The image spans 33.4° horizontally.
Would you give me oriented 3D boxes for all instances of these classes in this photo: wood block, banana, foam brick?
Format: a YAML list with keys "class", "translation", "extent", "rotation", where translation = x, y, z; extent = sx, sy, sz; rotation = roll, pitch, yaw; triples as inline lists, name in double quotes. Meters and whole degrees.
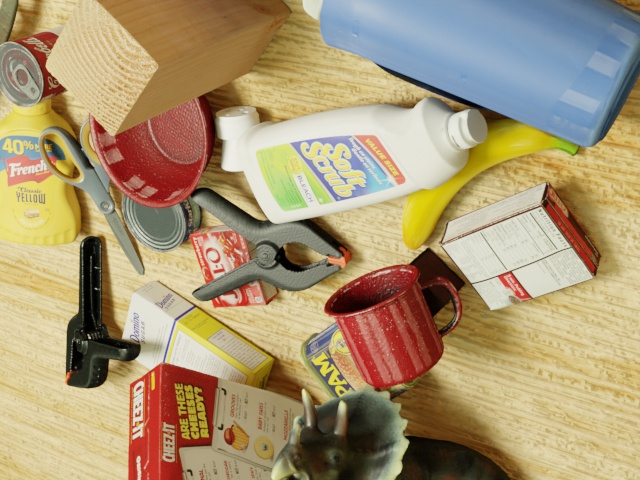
- class: "wood block"
  translation: [-0.131, -0.182, 0.951]
  extent: [0.090, 0.205, 0.091]
  rotation: [45, 128, 6]
- class: "banana"
  translation: [0.131, -0.057, 0.953]
  extent: [0.198, 0.037, 0.069]
  rotation: [-32, 93, 39]
- class: "foam brick"
  translation: [0.090, 0.055, 1.025]
  extent: [0.053, 0.051, 0.078]
  rotation: [44, 128, 7]

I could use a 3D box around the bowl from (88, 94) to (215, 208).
- class: "bowl"
  translation: [-0.161, -0.117, 1.091]
  extent: [0.162, 0.055, 0.162]
  rotation: [12, 112, 33]

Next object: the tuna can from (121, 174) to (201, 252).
- class: "tuna can"
  translation: [-0.172, -0.032, 1.161]
  extent: [0.086, 0.033, 0.086]
  rotation: [14, 119, 27]

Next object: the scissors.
- class: "scissors"
  translation: [-0.229, -0.057, 1.190]
  extent: [0.096, 0.016, 0.201]
  rotation: [-36, 115, 8]

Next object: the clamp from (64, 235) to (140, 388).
- class: "clamp"
  translation: [-0.266, 0.120, 1.264]
  extent: [0.165, 0.036, 0.210]
  rotation: [60, 142, 33]

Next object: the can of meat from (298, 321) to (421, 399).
- class: "can of meat"
  translation: [0.043, 0.123, 1.086]
  extent: [0.084, 0.057, 0.102]
  rotation: [-37, 91, 36]

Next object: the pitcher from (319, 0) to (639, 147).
- class: "pitcher"
  translation: [0.131, -0.165, 0.854]
  extent: [0.243, 0.149, 0.145]
  rotation: [28, 110, 15]

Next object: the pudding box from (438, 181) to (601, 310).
- class: "pudding box"
  translation: [0.175, 0.007, 0.942]
  extent: [0.114, 0.039, 0.090]
  rotation: [-24, 115, 36]

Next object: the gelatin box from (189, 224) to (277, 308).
- class: "gelatin box"
  translation: [-0.093, 0.027, 1.141]
  extent: [0.073, 0.030, 0.089]
  rotation: [-5, 109, 34]

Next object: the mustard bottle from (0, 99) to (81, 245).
- class: "mustard bottle"
  translation: [-0.322, -0.090, 1.205]
  extent: [0.096, 0.058, 0.192]
  rotation: [5, 117, 0]

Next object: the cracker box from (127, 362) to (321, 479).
- class: "cracker box"
  translation: [-0.092, 0.232, 1.093]
  extent: [0.072, 0.213, 0.164]
  rotation: [-35, 48, 39]

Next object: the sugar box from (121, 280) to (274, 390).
- class: "sugar box"
  translation: [-0.143, 0.128, 1.214]
  extent: [0.176, 0.048, 0.093]
  rotation: [34, 127, 19]

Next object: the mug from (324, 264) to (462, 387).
- class: "mug"
  translation: [0.072, 0.074, 0.964]
  extent: [0.117, 0.093, 0.081]
  rotation: [-24, 106, 2]

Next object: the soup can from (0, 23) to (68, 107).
- class: "soup can"
  translation: [-0.280, -0.185, 1.111]
  extent: [0.069, 0.102, 0.068]
  rotation: [14, 119, 27]

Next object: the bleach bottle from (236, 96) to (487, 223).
- class: "bleach bottle"
  translation: [0.038, -0.082, 0.958]
  extent: [0.251, 0.068, 0.102]
  rotation: [-12, 106, 45]

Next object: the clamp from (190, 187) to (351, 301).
- class: "clamp"
  translation: [-0.057, 0.001, 1.079]
  extent: [0.171, 0.039, 0.120]
  rotation: [-4, 112, 12]
